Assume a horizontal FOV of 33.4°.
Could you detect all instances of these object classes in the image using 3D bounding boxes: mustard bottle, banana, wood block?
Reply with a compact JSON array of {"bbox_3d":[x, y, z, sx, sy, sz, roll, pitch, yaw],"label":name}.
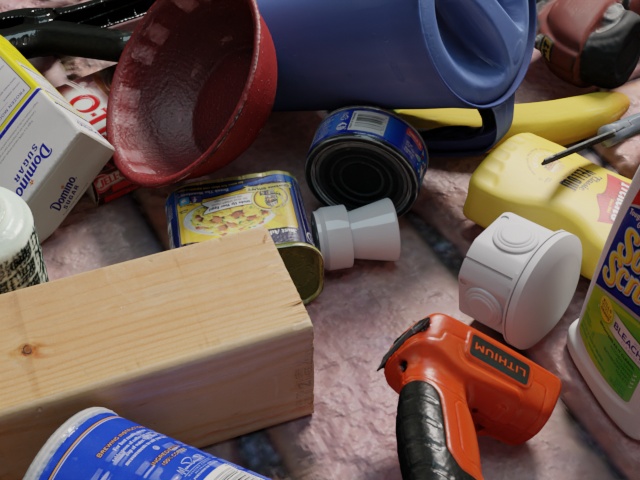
[{"bbox_3d":[0.201,-0.008,0.731,0.192,0.058,0.096,30,40,27],"label":"mustard bottle"},{"bbox_3d":[0.148,-0.097,0.838,0.198,0.037,0.069,1,45,2],"label":"banana"},{"bbox_3d":[-0.115,0.074,0.635,0.206,0.090,0.091,-15,47,-13],"label":"wood block"}]

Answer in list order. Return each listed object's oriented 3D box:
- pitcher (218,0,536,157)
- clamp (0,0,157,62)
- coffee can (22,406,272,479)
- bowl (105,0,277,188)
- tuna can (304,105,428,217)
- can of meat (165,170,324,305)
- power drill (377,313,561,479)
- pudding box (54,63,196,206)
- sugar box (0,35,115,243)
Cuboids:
[{"bbox_3d":[0.029,-0.146,0.789,0.243,0.144,0.149,1,79,45],"label":"pitcher"},{"bbox_3d":[-0.230,-0.185,0.925,0.210,0.036,0.164,-2,28,13],"label":"clamp"},{"bbox_3d":[-0.073,0.156,0.541,0.140,0.103,0.102,18,48,18],"label":"coffee can"},{"bbox_3d":[-0.082,-0.107,0.758,0.055,0.162,0.162,22,26,-43],"label":"bowl"},{"bbox_3d":[0.032,-0.053,0.762,0.086,0.086,0.033,10,47,11],"label":"tuna can"},{"bbox_3d":[-0.055,0.001,0.731,0.102,0.057,0.084,-8,43,-6],"label":"can of meat"},{"bbox_3d":[0.094,0.137,0.560,0.184,0.057,0.187,30,33,-15],"label":"power drill"},{"bbox_3d":[-0.161,-0.086,0.833,0.089,0.039,0.114,-26,50,-23],"label":"pudding box"},{"bbox_3d":[-0.235,-0.083,0.801,0.093,0.048,0.176,-51,57,6],"label":"sugar box"}]
